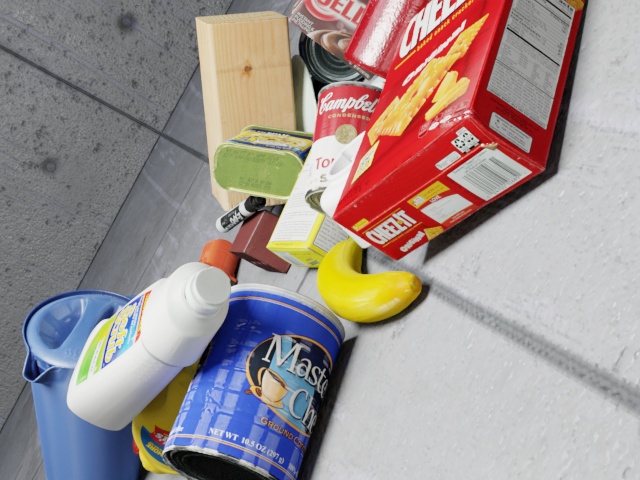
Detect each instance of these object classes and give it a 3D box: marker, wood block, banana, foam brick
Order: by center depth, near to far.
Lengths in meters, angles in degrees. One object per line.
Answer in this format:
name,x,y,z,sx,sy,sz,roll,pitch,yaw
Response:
banana,0.030,0.030,0.843,0.070,0.037,0.198,-59,16,7
foam brick,-0.057,0.001,1.143,0.051,0.053,0.078,-64,14,-8
marker,-0.086,-0.030,1.146,0.121,0.020,0.020,-28,37,64
wood block,-0.080,-0.147,1.201,0.090,0.090,0.206,-133,38,-68

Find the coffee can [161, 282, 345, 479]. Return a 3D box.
coffee can,-0.049,0.118,0.823,0.103,0.102,0.140,-36,30,58

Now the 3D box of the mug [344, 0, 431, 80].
mug,0.069,-0.192,0.993,0.081,0.093,0.117,-64,33,10

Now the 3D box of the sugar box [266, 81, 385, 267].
sugar box,0.018,-0.061,1.010,0.093,0.048,0.176,0,61,62

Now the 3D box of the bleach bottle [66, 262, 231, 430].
bleach bottle,-0.131,0.074,0.855,0.251,0.068,0.102,-41,26,53

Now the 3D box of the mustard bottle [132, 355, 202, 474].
mustard bottle,-0.117,0.166,0.969,0.192,0.096,0.058,-46,22,44

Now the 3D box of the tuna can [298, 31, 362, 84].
tuna can,0.020,-0.219,1.211,0.086,0.086,0.034,-61,17,4

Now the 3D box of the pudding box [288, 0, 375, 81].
pudding box,0.037,-0.236,1.122,0.090,0.113,0.039,-45,19,37

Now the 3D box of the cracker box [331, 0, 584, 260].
cracker box,0.102,-0.111,0.770,0.164,0.072,0.213,-36,28,51

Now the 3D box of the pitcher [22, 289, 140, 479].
pitcher,-0.250,0.181,1.199,0.145,0.149,0.243,-107,19,-53

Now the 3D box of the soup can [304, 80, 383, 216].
soup can,0.025,-0.077,0.925,0.069,0.068,0.102,148,134,-61

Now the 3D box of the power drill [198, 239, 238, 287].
power drill,-0.170,0.108,1.314,0.188,0.057,0.184,-48,17,34

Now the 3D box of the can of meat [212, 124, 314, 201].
can of meat,-0.051,-0.080,1.098,0.083,0.102,0.057,-43,-39,-66
